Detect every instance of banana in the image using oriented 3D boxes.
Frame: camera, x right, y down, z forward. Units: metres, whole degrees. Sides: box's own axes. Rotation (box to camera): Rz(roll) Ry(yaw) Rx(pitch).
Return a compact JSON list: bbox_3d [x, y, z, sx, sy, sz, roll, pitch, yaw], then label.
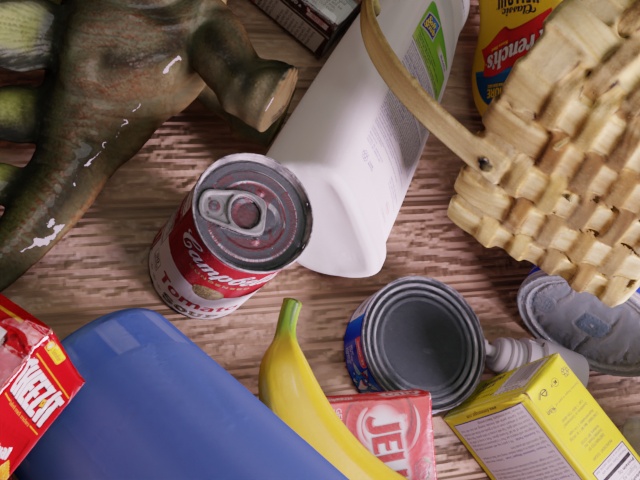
[{"bbox_3d":[0.030,0.122,0.578,0.069,0.037,0.198,-44,96,-8],"label":"banana"}]

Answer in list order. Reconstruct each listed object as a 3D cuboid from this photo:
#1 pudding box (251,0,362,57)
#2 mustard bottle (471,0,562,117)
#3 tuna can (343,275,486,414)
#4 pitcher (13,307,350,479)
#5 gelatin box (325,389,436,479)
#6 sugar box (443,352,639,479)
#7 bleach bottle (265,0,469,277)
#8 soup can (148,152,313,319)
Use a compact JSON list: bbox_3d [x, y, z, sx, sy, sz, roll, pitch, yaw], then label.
[{"bbox_3d":[0.000,-0.196,0.737,0.090,0.039,0.113,39,59,-3],"label":"pudding box"},{"bbox_3d":[0.149,-0.130,0.739,0.058,0.096,0.191,1,90,-47],"label":"mustard bottle"},{"bbox_3d":[0.058,0.068,0.668,0.086,0.034,0.086,8,69,-21],"label":"tuna can"},{"bbox_3d":[-0.041,0.151,0.520,0.243,0.149,0.144,42,31,21],"label":"pitcher"},{"bbox_3d":[0.029,0.132,0.613,0.073,0.030,0.089,-3,89,-9],"label":"gelatin box"},{"bbox_3d":[0.162,0.157,0.647,0.048,0.093,0.176,-40,91,-29],"label":"sugar box"},{"bbox_3d":[0.046,-0.101,0.701,0.068,0.102,0.250,7,50,28],"label":"bleach bottle"},{"bbox_3d":[-0.054,0.001,0.605,0.068,0.102,0.068,8,68,-21],"label":"soup can"}]
